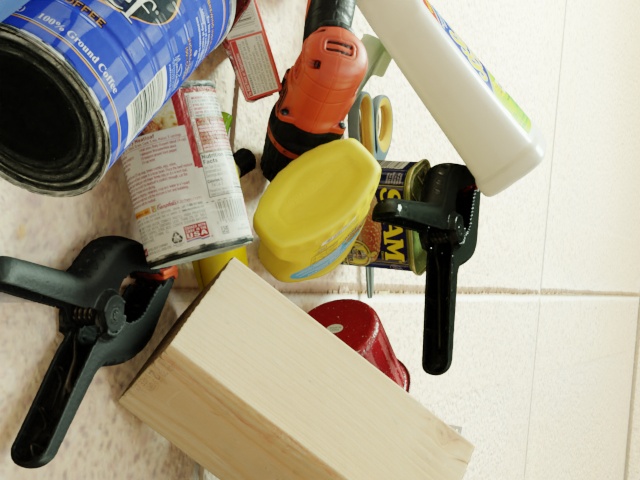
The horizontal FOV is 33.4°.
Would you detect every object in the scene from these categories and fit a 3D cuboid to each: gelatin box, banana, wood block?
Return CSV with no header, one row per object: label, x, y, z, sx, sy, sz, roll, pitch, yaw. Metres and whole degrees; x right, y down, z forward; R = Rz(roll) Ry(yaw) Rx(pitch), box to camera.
gelatin box,-0.056,-0.151,0.733,0.073,0.030,0.089,-110,-178,-50
banana,-0.063,0.009,0.747,0.198,0.037,0.069,88,27,-42
wood block,-0.015,0.121,0.701,0.206,0.090,0.090,38,45,-6

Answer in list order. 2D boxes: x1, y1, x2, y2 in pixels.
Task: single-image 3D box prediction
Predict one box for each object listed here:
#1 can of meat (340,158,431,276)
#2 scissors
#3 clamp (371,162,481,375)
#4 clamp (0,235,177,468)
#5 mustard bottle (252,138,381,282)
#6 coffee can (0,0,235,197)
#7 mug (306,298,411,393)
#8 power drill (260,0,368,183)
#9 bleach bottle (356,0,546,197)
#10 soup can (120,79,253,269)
can of meat,0.054,-0.024,0.961,0.057,0.084,0.102,-41,130,-55
scissors,0.054,-0.053,1.034,0.096,0.016,0.202,-47,136,-52
clamp,0.105,0.004,0.921,0.209,0.036,0.164,-49,128,-55
clamp,-0.139,0.037,0.623,0.171,0.039,0.120,-56,147,-56
mustard bottle,-0.005,-0.011,0.822,0.096,0.058,0.191,-41,170,-10
coffee can,-0.120,-0.105,0.561,0.140,0.103,0.103,-59,144,-42
mug,0.025,0.111,0.906,0.117,0.093,0.081,-110,177,-53
power drill,-0.001,-0.148,0.802,0.185,0.057,0.187,125,-26,-62
bleach bottle,0.097,-0.161,0.928,0.251,0.068,0.102,51,21,-8
soup can,-0.085,-0.040,0.653,0.068,0.069,0.102,-11,86,-63
